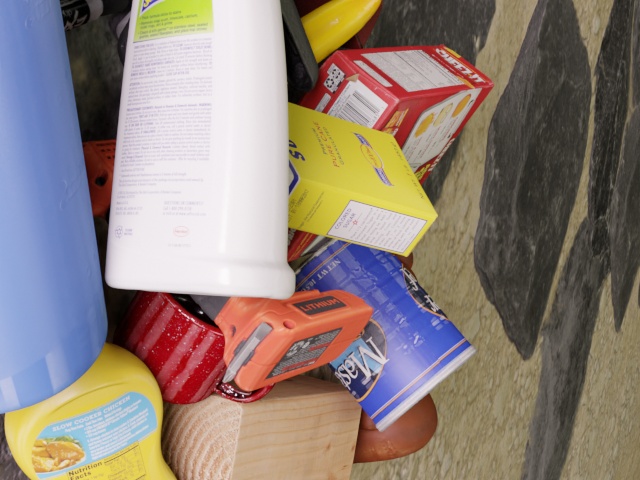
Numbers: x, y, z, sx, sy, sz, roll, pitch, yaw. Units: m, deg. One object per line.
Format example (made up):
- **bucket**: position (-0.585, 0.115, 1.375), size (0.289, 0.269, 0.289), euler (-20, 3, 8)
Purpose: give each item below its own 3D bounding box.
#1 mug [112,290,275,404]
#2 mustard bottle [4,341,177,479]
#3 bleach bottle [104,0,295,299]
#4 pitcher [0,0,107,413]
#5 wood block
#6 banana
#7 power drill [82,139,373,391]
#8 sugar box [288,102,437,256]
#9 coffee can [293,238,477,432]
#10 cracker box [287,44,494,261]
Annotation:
- **mug**: position (-0.078, 0.062, 0.712), size (0.082, 0.117, 0.093), euler (-54, 175, 31)
- **mustard bottle**: position (-0.144, 0.122, 0.667), size (0.096, 0.058, 0.191), euler (-20, 121, -23)
- **bleach bottle**: position (-0.057, -0.097, 0.568), size (0.068, 0.103, 0.251), euler (10, 83, -58)
- **pitcher**: position (-0.170, -0.046, 0.507), size (0.149, 0.145, 0.243), euler (-24, 128, -26)
- **wood block**: position (-0.054, 0.155, 0.833), size (0.205, 0.091, 0.090), euler (10, 90, -63)
- **banana**: position (-0.041, -0.122, 0.758), size (0.197, 0.070, 0.037), euler (-34, 99, -24)
- **power drill**: position (-0.054, 0.001, 0.684), size (0.184, 0.188, 0.057), euler (-14, 145, -53)
- **sugar box**: position (-0.016, -0.050, 0.691), size (0.175, 0.093, 0.048), euler (15, 124, -35)
- **coffee can**: position (0.044, 0.069, 0.872), size (0.102, 0.140, 0.103), euler (-38, 170, -9)
- **cracker box**: position (0.039, -0.078, 0.881), size (0.164, 0.072, 0.213), euler (-55, 164, 26)
